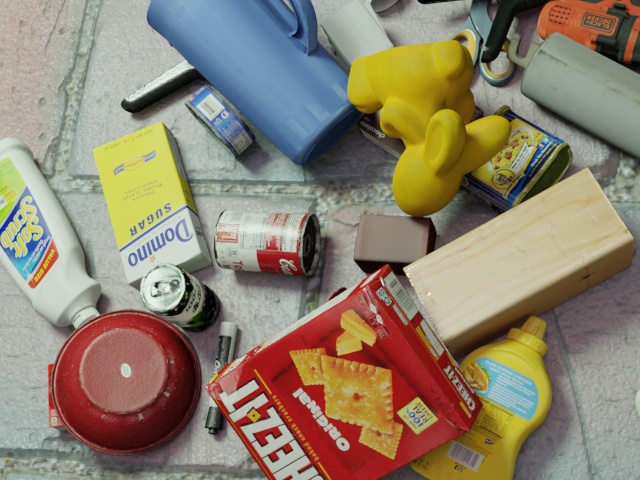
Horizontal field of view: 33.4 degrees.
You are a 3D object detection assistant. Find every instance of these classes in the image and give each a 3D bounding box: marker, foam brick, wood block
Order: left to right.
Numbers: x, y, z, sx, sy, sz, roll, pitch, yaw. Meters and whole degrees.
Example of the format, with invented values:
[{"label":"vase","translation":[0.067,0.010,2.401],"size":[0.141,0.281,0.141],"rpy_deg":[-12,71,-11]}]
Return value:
[{"label":"marker","translation":[-0.107,0.148,1.150],"size":[0.020,0.020,0.121],"rpy_deg":[3,73,16]},{"label":"foam brick","translation":[0.080,0.006,1.131],"size":[0.078,0.053,0.051],"rpy_deg":[3,73,15]},{"label":"wood block","translation":[0.199,0.027,1.071],"size":[0.206,0.090,0.090],"rpy_deg":[-29,67,4]}]

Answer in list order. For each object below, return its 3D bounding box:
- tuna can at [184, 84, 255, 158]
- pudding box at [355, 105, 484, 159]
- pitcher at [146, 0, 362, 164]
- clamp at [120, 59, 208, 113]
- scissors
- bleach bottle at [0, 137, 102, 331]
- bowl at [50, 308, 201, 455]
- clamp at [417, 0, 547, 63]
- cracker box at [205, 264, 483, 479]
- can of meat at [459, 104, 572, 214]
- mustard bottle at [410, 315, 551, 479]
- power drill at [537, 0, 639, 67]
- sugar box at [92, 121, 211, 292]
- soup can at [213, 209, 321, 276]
[{"label":"tuna can","translation":[-0.113,-0.135,1.211],"size":[0.033,0.086,0.086],"rpy_deg":[-43,67,-4]},{"label":"pudding box","translation":[0.110,-0.129,1.174],"size":[0.114,0.039,0.090],"rpy_deg":[34,83,22]},{"label":"pitcher","translation":[-0.062,-0.208,1.168],"size":[0.145,0.149,0.243],"rpy_deg":[-43,84,-1]},{"label":"clamp","translation":[-0.138,-0.218,1.271],"size":[0.210,0.036,0.164],"rpy_deg":[11,81,14]},{"label":"scissors","translation":[0.196,-0.256,1.207],"size":[0.096,0.016,0.201],"rpy_deg":[20,78,18]},{"label":"bleach bottle","translation":[-0.322,0.002,1.234],"size":[0.102,0.068,0.251],"rpy_deg":[-40,69,0]},{"label":"bowl","translation":[-0.207,0.144,1.133],"size":[0.162,0.055,0.162],"rpy_deg":[2,70,-6]},{"label":"clamp","translation":[0.206,-0.269,1.181],"size":[0.171,0.039,0.120],"rpy_deg":[-29,73,-8]},{"label":"cracker box","translation":[0.020,0.149,1.020],"size":[0.214,0.072,0.164],"rpy_deg":[-34,91,26]},{"label":"can of meat","translation":[0.201,-0.078,1.118],"size":[0.084,0.057,0.102],"rpy_deg":[36,83,30]},{"label":"mustard bottle","translation":[0.172,0.161,1.051],"size":[0.096,0.058,0.191],"rpy_deg":[26,80,20]},{"label":"power drill","translation":[0.348,-0.277,1.151],"size":[0.185,0.057,0.187],"rpy_deg":[19,78,20]},{"label":"sugar box","translation":[-0.194,-0.039,1.222],"size":[0.093,0.048,0.176],"rpy_deg":[-22,67,7]},{"label":"soup can","translation":[-0.058,0.001,1.160],"size":[0.102,0.068,0.068],"rpy_deg":[4,73,16]}]
